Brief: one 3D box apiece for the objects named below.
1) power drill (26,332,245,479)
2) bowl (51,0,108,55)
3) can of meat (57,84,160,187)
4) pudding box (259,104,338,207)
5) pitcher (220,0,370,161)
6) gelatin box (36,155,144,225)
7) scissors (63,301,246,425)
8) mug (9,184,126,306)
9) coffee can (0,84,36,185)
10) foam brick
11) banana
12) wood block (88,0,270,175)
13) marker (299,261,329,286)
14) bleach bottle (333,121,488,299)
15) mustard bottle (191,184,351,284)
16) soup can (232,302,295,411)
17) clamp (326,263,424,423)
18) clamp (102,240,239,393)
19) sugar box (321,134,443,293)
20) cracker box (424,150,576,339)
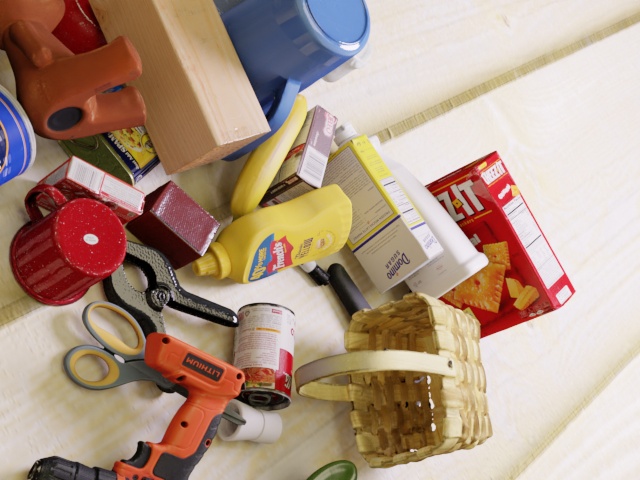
[{"bbox_3d":[-0.165,0.187,1.020,0.184,0.057,0.187,29,72,-25],"label":"power drill"},{"bbox_3d":[-0.247,-0.256,1.180,0.161,0.055,0.162,19,59,-36],"label":"bowl"},{"bbox_3d":[-0.218,-0.107,1.137,0.102,0.058,0.083,52,43,-12],"label":"can of meat"},{"bbox_3d":[-0.029,-0.097,1.282,0.039,0.090,0.113,34,51,-24],"label":"pudding box"},{"bbox_3d":[-0.060,-0.202,1.192,0.149,0.243,0.144,56,46,-12],"label":"pitcher"},{"bbox_3d":[-0.234,-0.042,1.079,0.089,0.073,0.030,29,54,-31],"label":"gelatin box"},{"bbox_3d":[-0.172,0.146,1.065,0.201,0.016,0.096,47,63,-9],"label":"scissors"},{"bbox_3d":[-0.248,-0.002,1.041,0.093,0.082,0.117,-29,92,-46],"label":"mug"},{"bbox_3d":[-0.346,-0.076,0.970,0.103,0.103,0.140,56,45,-8],"label":"coffee can"},{"bbox_3d":[-0.159,-0.016,1.151,0.078,0.053,0.051,43,48,-21],"label":"foam brick"},{"bbox_3d":[-0.061,-0.101,1.236,0.037,0.070,0.197,32,70,-10],"label":"banana"},{"bbox_3d":[-0.149,-0.186,1.134,0.090,0.091,0.206,-24,89,-49],"label":"wood block"},{"bbox_3d":[-0.032,0.012,1.280,0.121,0.020,0.020,45,47,-18],"label":"marker"},{"bbox_3d":[0.100,-0.046,1.355,0.251,0.103,0.068,56,33,6],"label":"bleach bottle"},{"bbox_3d":[-0.058,0.002,1.200,0.191,0.096,0.058,-20,58,-30],"label":"mustard bottle"},{"bbox_3d":[-0.063,0.127,1.162,0.068,0.069,0.102,24,56,-34],"label":"soup can"},{"bbox_3d":[0.092,0.130,1.327,0.164,0.036,0.210,4,65,-41],"label":"clamp"},{"bbox_3d":[-0.163,0.061,1.119,0.120,0.039,0.171,-37,99,-41],"label":"clamp"},{"bbox_3d":[0.065,-0.033,1.316,0.176,0.093,0.048,56,38,5],"label":"sugar box"},{"bbox_3d":[0.206,0.015,1.394,0.072,0.164,0.213,-35,96,-48],"label":"cracker box"}]
